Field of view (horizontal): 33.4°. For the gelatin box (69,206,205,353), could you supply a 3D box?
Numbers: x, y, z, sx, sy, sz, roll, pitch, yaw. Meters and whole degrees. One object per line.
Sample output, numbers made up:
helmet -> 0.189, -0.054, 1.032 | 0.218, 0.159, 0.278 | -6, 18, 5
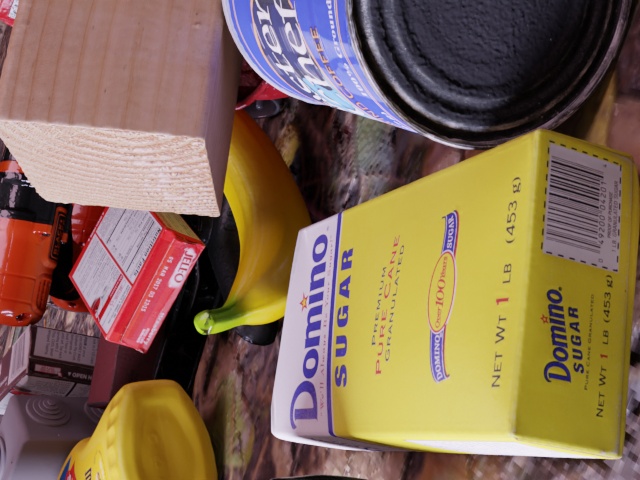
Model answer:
gelatin box -> -0.108, 0.012, 0.621 | 0.073, 0.030, 0.089 | -61, 35, 9

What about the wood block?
wood block -> -0.080, -0.126, 0.503 | 0.091, 0.090, 0.206 | 89, -173, -71

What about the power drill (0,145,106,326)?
power drill -> -0.197, -0.021, 0.812 | 0.187, 0.057, 0.184 | 60, -140, -79

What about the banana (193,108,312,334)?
banana -> -0.040, -0.024, 0.551 | 0.037, 0.069, 0.198 | -48, 37, 26

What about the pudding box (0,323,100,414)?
pudding box -> -0.183, 0.102, 0.774 | 0.114, 0.089, 0.039 | -37, 46, 54

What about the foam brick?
foam brick -> -0.110, 0.071, 0.676 | 0.051, 0.053, 0.078 | -19, 59, 63

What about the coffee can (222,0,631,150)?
coffee can -> 0.031, -0.094, 0.396 | 0.140, 0.102, 0.103 | 33, 106, 65

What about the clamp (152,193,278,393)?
clamp -> -0.054, 0.001, 0.613 | 0.120, 0.039, 0.171 | -18, 62, 50

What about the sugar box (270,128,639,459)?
sugar box -> 0.037, 0.028, 0.381 | 0.176, 0.048, 0.093 | -20, 59, 61

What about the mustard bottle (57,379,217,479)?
mustard bottle -> -0.124, 0.161, 0.643 | 0.192, 0.058, 0.096 | -46, 54, 50
